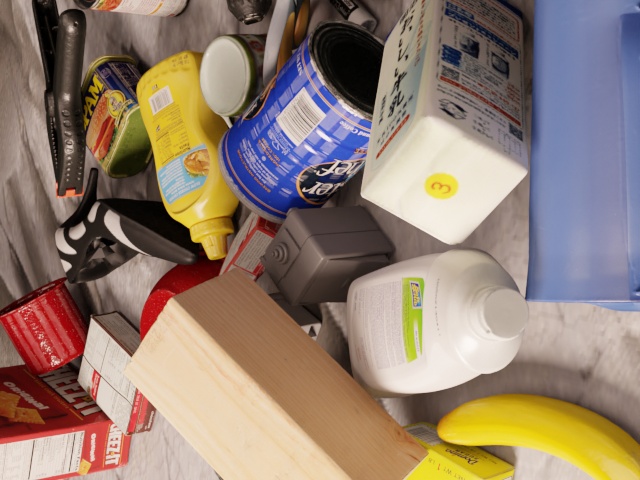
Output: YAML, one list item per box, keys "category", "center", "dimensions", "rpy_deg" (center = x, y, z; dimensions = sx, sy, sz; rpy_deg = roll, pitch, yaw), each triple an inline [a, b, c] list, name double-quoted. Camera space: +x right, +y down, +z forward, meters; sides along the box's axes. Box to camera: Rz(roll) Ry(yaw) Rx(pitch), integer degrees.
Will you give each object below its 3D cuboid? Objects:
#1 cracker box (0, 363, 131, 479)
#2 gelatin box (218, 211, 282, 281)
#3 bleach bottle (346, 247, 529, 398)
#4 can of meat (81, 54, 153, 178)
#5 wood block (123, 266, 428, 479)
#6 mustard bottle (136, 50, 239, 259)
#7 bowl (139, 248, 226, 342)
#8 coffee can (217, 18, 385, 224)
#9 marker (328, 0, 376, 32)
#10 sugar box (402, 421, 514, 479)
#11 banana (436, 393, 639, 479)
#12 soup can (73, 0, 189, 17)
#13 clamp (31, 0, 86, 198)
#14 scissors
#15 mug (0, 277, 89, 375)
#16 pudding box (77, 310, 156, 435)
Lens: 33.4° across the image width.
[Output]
- category: "cracker box"
  center: [-0.337, 0.198, 1.163]
  dimensions: [0.164, 0.213, 0.072]
  rpy_deg: [26, 111, 43]
- category: "gelatin box"
  center: [-0.056, 0.001, 0.943]
  dimensions: [0.089, 0.030, 0.073]
  rpy_deg: [-54, 12, 35]
- category: "bleach bottle"
  center: [0.079, 0.061, 0.718]
  dimensions: [0.251, 0.068, 0.102]
  rpy_deg: [156, 107, -77]
- category: "can of meat"
  center: [-0.209, -0.127, 1.110]
  dimensions: [0.084, 0.057, 0.102]
  rpy_deg: [51, 127, 30]
- category: "wood block"
  center: [-0.035, 0.129, 0.798]
  dimensions: [0.206, 0.090, 0.090]
  rpy_deg: [43, 121, 13]
- category: "mustard bottle"
  center: [-0.118, -0.075, 1.012]
  dimensions: [0.096, 0.058, 0.191]
  rpy_deg: [-24, 75, 42]
- category: "bowl"
  center: [-0.129, 0.090, 1.041]
  dimensions: [0.162, 0.055, 0.162]
  rpy_deg: [6, 99, 47]
- category: "coffee can"
  center: [-0.004, -0.092, 0.852]
  dimensions: [0.141, 0.102, 0.103]
  rpy_deg: [-44, 62, 40]
- category: "marker"
  center: [0.007, -0.214, 0.891]
  dimensions: [0.121, 0.020, 0.020]
  rpy_deg: [54, 129, 30]
- category: "sugar box"
  center: [0.087, 0.239, 0.823]
  dimensions: [0.093, 0.048, 0.176]
  rpy_deg: [23, 109, 45]
- category: "banana"
  center: [0.161, 0.143, 0.731]
  dimensions: [0.198, 0.037, 0.069]
  rpy_deg: [25, 92, 45]
- category: "soup can"
  center: [-0.183, -0.254, 1.035]
  dimensions: [0.069, 0.102, 0.068]
  rpy_deg: [6, 98, 47]
- category: "clamp"
  center: [-0.262, -0.149, 1.079]
  dimensions: [0.165, 0.036, 0.210]
  rpy_deg: [-132, 40, -55]
- category: "scissors"
  center: [-0.019, -0.219, 0.856]
  dimensions: [0.016, 0.096, 0.202]
  rpy_deg: [16, 122, 8]
- category: "mug"
  center: [-0.309, 0.097, 1.215]
  dimensions: [0.081, 0.093, 0.117]
  rpy_deg: [62, -179, -10]
- category: "pudding box"
  center: [-0.215, 0.142, 1.153]
  dimensions: [0.114, 0.039, 0.090]
  rpy_deg: [35, 118, 38]
